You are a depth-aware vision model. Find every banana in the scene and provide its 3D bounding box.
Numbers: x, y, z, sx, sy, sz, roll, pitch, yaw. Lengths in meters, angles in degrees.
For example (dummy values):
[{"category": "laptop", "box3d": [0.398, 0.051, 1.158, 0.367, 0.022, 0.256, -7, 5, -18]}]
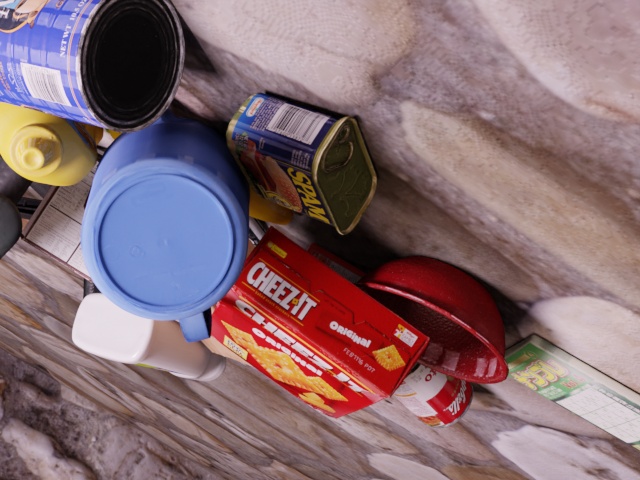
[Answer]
[{"category": "banana", "box3d": [-0.113, -0.070, 0.945, 0.198, 0.037, 0.069, 29, -174, 8]}]

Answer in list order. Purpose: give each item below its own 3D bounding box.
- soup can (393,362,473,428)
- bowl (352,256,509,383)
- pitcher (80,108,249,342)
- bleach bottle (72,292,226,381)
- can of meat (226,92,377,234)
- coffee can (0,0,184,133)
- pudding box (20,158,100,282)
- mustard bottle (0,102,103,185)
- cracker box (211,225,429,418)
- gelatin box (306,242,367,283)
[{"category": "soup can", "box3d": [0.104, 0.140, 1.100, 0.069, 0.068, 0.102, 8, 150, 46]}, {"category": "bowl", "box3d": [0.100, 0.061, 0.934, 0.162, 0.055, 0.162, 26, 160, 10]}, {"category": "pitcher", "box3d": [-0.110, -0.009, 0.798, 0.149, 0.145, 0.243, 33, -175, -11]}, {"category": "bleach bottle", "box3d": [-0.171, 0.122, 1.217, 0.103, 0.068, 0.250, 11, 168, 26]}, {"category": "can of meat", "box3d": [-0.014, -0.060, 0.800, 0.084, 0.057, 0.102, 22, 159, 27]}, {"category": "coffee can", "box3d": [-0.184, -0.140, 0.768, 0.140, 0.102, 0.102, 16, 156, 32]}, {"category": "pudding box", "box3d": [-0.240, -0.026, 1.099, 0.090, 0.113, 0.039, 34, 174, -19]}, {"category": "mustard bottle", "box3d": [-0.229, -0.091, 0.886, 0.096, 0.058, 0.192, 43, -173, -19]}, {"category": "cracker box", "box3d": [-0.013, 0.085, 0.966, 0.164, 0.072, 0.214, 35, 162, -1]}, {"category": "gelatin box", "box3d": [0.008, 0.042, 1.051, 0.073, 0.030, 0.089, 31, 160, -3]}]
